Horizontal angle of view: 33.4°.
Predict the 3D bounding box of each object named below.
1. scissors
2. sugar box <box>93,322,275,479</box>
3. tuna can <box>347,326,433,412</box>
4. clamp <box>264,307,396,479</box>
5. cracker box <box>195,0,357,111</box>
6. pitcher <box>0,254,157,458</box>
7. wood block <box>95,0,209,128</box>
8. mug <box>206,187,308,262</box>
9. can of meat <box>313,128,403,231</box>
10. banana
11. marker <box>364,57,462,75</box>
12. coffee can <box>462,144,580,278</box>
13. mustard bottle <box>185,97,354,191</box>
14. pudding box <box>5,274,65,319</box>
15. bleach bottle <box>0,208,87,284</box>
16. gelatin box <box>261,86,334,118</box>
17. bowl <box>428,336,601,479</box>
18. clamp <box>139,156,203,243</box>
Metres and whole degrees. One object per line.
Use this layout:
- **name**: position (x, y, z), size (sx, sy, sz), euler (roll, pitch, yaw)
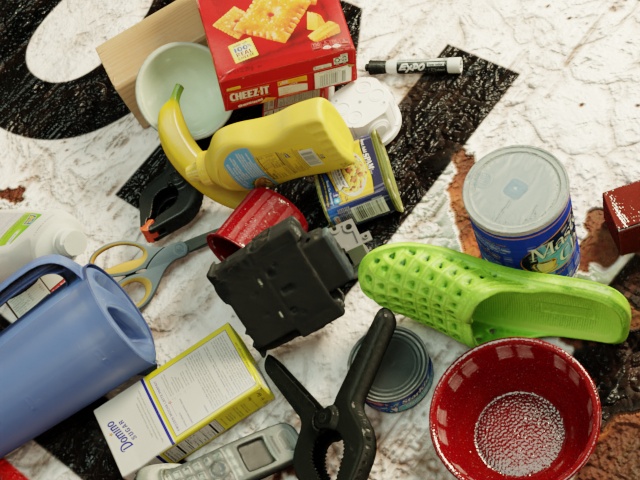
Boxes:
- **scissors**: position (-0.170, 0.031, 1.252), size (0.201, 0.016, 0.096), euler (-6, 81, -2)
- **sugar box**: position (-0.146, 0.176, 1.143), size (0.176, 0.048, 0.093), euler (-34, 55, 1)
- **tuna can**: position (0.073, 0.133, 1.100), size (0.086, 0.033, 0.086), euler (-9, 57, 14)
- **clamp**: position (0.004, 0.180, 1.064), size (0.165, 0.036, 0.210), euler (-19, 54, 35)
- **cracker box**: position (-0.062, -0.274, 1.274), size (0.164, 0.072, 0.214), euler (-14, 64, -4)
- **pitcher**: position (-0.313, 0.135, 1.162), size (0.243, 0.145, 0.149), euler (-34, 71, 3)
- **wood block**: position (-0.173, -0.248, 1.383), size (0.206, 0.090, 0.091), euler (-30, 54, 0)
- **mug**: position (-0.058, 0.001, 1.200), size (0.117, 0.093, 0.081), euler (36, 69, 3)
- **can of meat**: position (0.040, -0.067, 1.220), size (0.084, 0.057, 0.102), euler (-20, 55, 9)
- **banana**: position (-0.133, -0.093, 1.259), size (0.069, 0.037, 0.198), euler (-39, 87, -1)
- **marker**: position (0.113, -0.213, 1.306), size (0.121, 0.020, 0.020), euler (2, 61, 20)
- **coffee can**: position (0.206, -0.016, 1.080), size (0.103, 0.140, 0.103), euler (-9, 58, 14)
- **mustard bottle**: position (-0.065, -0.098, 1.193), size (0.192, 0.096, 0.058), euler (-14, 58, 21)
- **pudding box**: position (-0.322, 0.068, 1.273), size (0.090, 0.039, 0.114), euler (-42, 54, -7)
- **bleach bottle**: position (-0.353, 0.010, 1.242), size (0.251, 0.068, 0.102), euler (0, 49, 48)
- **gelatin box**: position (-0.028, -0.157, 1.310), size (0.089, 0.030, 0.073), euler (-12, 57, 21)
- **bowl**: position (0.187, 0.176, 1.021), size (0.162, 0.055, 0.162), euler (-9, 58, 14)
- **clamp**: position (-0.159, -0.070, 1.301), size (0.120, 0.039, 0.171), euler (5, 59, 27)
